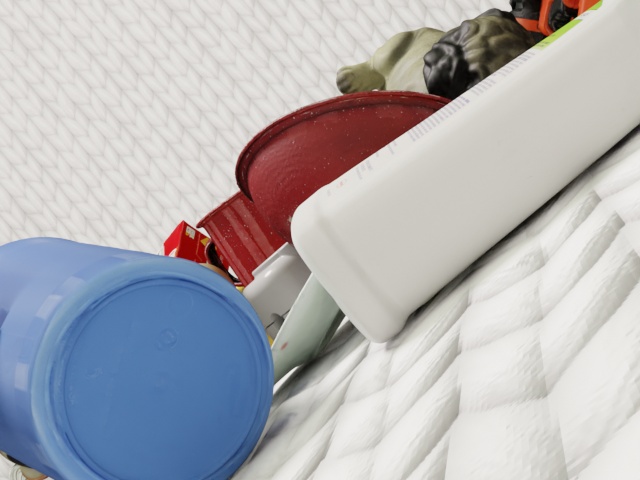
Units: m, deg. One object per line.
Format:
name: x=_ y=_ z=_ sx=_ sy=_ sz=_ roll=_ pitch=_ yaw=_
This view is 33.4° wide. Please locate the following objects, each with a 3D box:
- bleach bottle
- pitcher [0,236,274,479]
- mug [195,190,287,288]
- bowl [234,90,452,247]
bleach bottle: x=0.104 y=-0.060 z=0.471 sx=0.251 sy=0.068 sz=0.102 roll=-37 pitch=8 yaw=8
pitcher: x=-0.128 y=0.060 z=0.545 sx=0.149 sy=0.145 sz=0.243 roll=-34 pitch=13 yaw=-23
mug: x=-0.056 y=0.001 z=0.936 sx=0.117 sy=0.081 sz=0.093 roll=-35 pitch=-2 yaw=34
bowl: x=0.028 y=-0.028 z=0.674 sx=0.162 sy=0.055 sz=0.162 roll=-6 pitch=-25 yaw=-3
